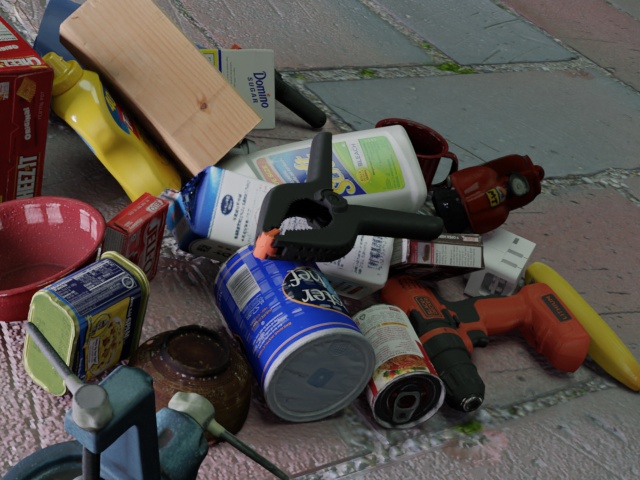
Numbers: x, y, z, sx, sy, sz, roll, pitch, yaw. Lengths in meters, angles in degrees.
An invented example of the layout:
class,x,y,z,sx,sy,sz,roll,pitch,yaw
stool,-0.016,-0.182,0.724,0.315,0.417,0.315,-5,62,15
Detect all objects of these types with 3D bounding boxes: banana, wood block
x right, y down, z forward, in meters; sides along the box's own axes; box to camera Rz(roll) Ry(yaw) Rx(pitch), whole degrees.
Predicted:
class,x,y,z,sx,sy,sz,roll,pitch,yaw
banana,0.274,0.080,1.142,0.069,0.037,0.198,28,19,-45
wood block,-0.169,-0.169,1.120,0.206,0.090,0.090,47,-12,-9

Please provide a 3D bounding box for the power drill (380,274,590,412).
class,x,y,z,sx,sy,sz,roll,pitch,yaw
power drill,0.170,0.098,1.063,0.187,0.057,0.184,1,35,-24

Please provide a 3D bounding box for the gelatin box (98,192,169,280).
class,x,y,z,sx,sy,sz,roll,pitch,yaw
gelatin box,-0.177,0.009,1.004,0.030,0.089,0.073,24,32,12

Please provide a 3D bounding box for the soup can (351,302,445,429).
class,x,y,z,sx,sy,sz,roll,pitch,yaw
soup can,0.065,0.114,0.979,0.068,0.069,0.102,4,33,-21

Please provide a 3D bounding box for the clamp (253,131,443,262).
class,x,y,z,sx,sy,sz,roll,pitch,yaw
clamp,0.016,-0.023,1.003,0.165,0.036,0.209,34,36,13

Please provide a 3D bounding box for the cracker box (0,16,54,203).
class,x,y,z,sx,sy,sz,roll,pitch,yaw
cracker box,-0.355,-0.151,1.097,0.071,0.164,0.214,-15,44,-37

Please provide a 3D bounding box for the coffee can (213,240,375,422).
class,x,y,z,sx,sy,sz,roll,pitch,yaw
coffee can,-0.026,0.077,0.957,0.102,0.103,0.140,-2,36,-28

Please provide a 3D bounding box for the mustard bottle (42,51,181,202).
class,x,y,z,sx,sy,sz,roll,pitch,yaw
mustard bottle,-0.221,-0.116,1.099,0.191,0.058,0.096,52,5,-33

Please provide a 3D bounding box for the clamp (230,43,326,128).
class,x,y,z,sx,sy,sz,roll,pitch,yaw
clamp,-0.061,-0.201,1.383,0.120,0.039,0.171,35,7,28

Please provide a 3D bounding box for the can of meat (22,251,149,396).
class,x,y,z,sx,sy,sz,roll,pitch,yaw
can of meat,-0.196,0.071,0.889,0.057,0.102,0.083,32,37,21

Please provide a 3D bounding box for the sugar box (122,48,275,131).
class,x,y,z,sx,sy,sz,roll,pitch,yaw
sugar box,-0.141,-0.169,1.203,0.176,0.093,0.048,-2,6,-18

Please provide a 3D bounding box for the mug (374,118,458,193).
class,x,y,z,sx,sy,sz,roll,pitch,yaw
mug,0.111,-0.090,1.304,0.117,0.082,0.093,6,33,-17

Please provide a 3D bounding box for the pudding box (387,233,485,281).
class,x,y,z,sx,sy,sz,roll,pitch,yaw
pudding box,0.107,0.018,1.118,0.090,0.114,0.039,3,78,-20

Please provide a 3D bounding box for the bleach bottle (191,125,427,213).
class,x,y,z,sx,sy,sz,roll,pitch,yaw
bleach bottle,-0.017,-0.056,1.150,0.250,0.068,0.102,-13,75,-20

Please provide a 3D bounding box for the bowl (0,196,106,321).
class,x,y,z,sx,sy,sz,roll,pitch,yaw
bowl,-0.265,0.024,0.946,0.162,0.055,0.162,-6,33,3
